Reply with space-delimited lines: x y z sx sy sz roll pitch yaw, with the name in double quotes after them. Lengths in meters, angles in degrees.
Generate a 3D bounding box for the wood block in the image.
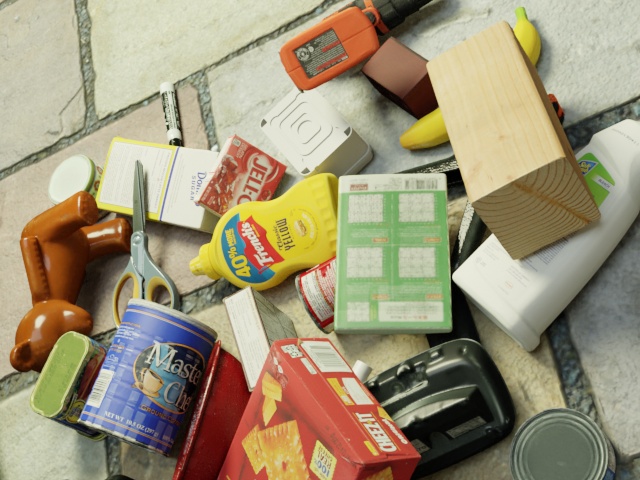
0.174 -0.097 0.987 0.090 0.090 0.206 -28 42 17 "wood block"

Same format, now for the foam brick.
0.094 -0.175 1.164 0.051 0.053 0.078 -48 50 0 "foam brick"

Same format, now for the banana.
0.169 -0.160 1.124 0.198 0.037 0.070 -46 32 0 "banana"

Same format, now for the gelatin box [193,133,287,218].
-0.089 -0.064 1.201 0.089 0.073 0.030 -62 18 -10 "gelatin box"

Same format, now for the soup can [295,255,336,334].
0.035 0.042 1.075 0.102 0.068 0.068 -29 54 14 "soup can"

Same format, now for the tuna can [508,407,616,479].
0.208 0.189 0.913 0.086 0.033 0.086 -14 59 24 "tuna can"

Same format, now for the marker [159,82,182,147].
-0.187 -0.149 1.342 0.020 0.020 0.121 -25 55 18 "marker"

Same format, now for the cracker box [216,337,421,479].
-0.017 0.218 0.941 0.164 0.071 0.214 49 126 44 "cracker box"

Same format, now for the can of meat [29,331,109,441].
-0.263 0.160 1.182 0.058 0.083 0.102 12 72 35 "can of meat"

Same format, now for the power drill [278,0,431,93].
0.040 -0.231 1.163 0.185 0.057 0.187 -28 11 21 "power drill"

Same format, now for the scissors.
-0.194 0.011 1.232 0.096 0.016 0.202 10 87 25 "scissors"

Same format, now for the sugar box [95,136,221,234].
-0.185 -0.067 1.273 0.176 0.048 0.093 12 87 33 "sugar box"

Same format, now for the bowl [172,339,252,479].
-0.101 0.183 1.057 0.055 0.162 0.162 18 71 -6 "bowl"

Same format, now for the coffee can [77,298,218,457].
-0.181 0.145 1.129 0.103 0.102 0.140 10 71 35 "coffee can"

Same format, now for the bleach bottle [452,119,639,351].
0.243 -0.021 0.986 0.251 0.068 0.103 -45 50 0 "bleach bottle"

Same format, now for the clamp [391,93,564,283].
0.155 -0.073 1.082 0.210 0.036 0.165 -47 49 -2 "clamp"

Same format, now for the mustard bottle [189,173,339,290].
-0.058 0.001 1.150 0.192 0.058 0.096 -19 89 23 "mustard bottle"

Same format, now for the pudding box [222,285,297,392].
-0.050 0.112 1.075 0.039 0.090 0.113 -31 54 12 "pudding box"
